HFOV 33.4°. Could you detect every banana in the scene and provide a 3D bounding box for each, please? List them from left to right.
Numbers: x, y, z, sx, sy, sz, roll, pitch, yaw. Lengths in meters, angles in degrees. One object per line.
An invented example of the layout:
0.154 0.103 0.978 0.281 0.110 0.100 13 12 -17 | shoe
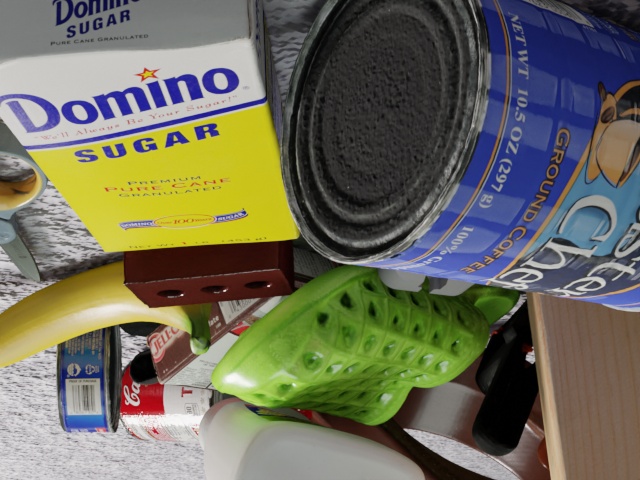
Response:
-0.133 0.042 0.621 0.198 0.069 0.037 -11 118 33 | banana

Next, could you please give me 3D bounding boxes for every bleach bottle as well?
-0.030 0.128 0.628 0.102 0.068 0.251 17 175 -17 | bleach bottle

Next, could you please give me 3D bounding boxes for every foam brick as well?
-0.053 0.001 0.529 0.078 0.051 0.053 -6 162 5 | foam brick

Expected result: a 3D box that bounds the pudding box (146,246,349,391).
-0.036 0.051 0.653 0.114 0.039 0.089 -38 147 28 | pudding box

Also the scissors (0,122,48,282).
-0.178 -0.012 0.524 0.096 0.016 0.202 4 160 -18 | scissors

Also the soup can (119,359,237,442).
-0.099 0.121 0.825 0.102 0.068 0.068 -6 163 36 | soup can

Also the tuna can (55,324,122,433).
-0.151 0.084 0.701 0.033 0.086 0.086 0 161 -5 | tuna can

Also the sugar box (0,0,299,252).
-0.060 -0.045 0.405 0.093 0.048 0.176 -5 162 3 | sugar box

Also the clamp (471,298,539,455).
0.141 0.049 0.654 0.036 0.164 0.210 37 180 5 | clamp

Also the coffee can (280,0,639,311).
0.072 -0.033 0.376 0.140 0.103 0.103 10 157 -35 | coffee can
